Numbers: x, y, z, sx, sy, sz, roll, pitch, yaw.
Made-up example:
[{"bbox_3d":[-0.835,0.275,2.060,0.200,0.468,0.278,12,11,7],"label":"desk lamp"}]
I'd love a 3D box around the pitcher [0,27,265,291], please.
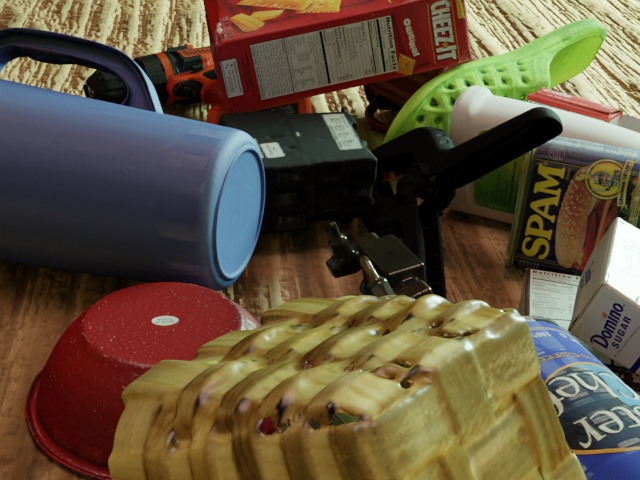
[{"bbox_3d":[-0.164,-0.049,0.731,0.243,0.149,0.144,10,30,15],"label":"pitcher"}]

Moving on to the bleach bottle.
[{"bbox_3d":[0.223,-0.047,0.813,0.251,0.102,0.068,13,29,22],"label":"bleach bottle"}]

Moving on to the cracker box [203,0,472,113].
[{"bbox_3d":[0.008,-0.192,0.943,0.213,0.072,0.164,-13,29,-2],"label":"cracker box"}]

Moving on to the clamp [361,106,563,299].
[{"bbox_3d":[0.085,-0.044,0.784,0.036,0.164,0.210,32,7,-26],"label":"clamp"}]

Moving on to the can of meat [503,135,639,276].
[{"bbox_3d":[0.183,-0.023,0.767,0.084,0.102,0.057,12,17,11],"label":"can of meat"}]

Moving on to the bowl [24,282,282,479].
[{"bbox_3d":[-0.091,0.070,0.619,0.162,0.055,0.162,2,27,-1],"label":"bowl"}]

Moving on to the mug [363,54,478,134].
[{"bbox_3d":[0.093,-0.146,1.022,0.117,0.093,0.082,-44,50,-14],"label":"mug"}]

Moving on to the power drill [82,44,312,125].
[{"bbox_3d":[-0.109,-0.135,1.003,0.184,0.057,0.188,-17,34,-27],"label":"power drill"}]
